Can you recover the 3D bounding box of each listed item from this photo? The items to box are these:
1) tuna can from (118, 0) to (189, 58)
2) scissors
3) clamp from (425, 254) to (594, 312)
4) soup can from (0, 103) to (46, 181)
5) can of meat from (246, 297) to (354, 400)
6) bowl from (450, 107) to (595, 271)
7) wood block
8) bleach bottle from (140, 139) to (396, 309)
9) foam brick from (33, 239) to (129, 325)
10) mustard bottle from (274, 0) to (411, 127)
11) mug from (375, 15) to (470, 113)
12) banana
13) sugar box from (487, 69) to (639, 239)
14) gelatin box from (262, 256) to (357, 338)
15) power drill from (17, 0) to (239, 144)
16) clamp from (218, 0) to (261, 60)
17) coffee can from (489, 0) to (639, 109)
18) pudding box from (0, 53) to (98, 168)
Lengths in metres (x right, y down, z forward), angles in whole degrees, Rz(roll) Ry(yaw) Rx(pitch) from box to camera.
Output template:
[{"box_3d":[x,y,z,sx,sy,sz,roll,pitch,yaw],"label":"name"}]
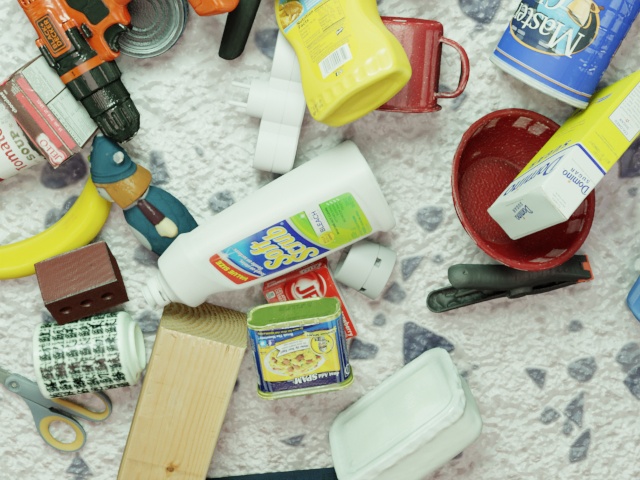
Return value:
[{"box_3d":[-0.169,-0.217,1.012,0.086,0.034,0.086,0,110,-1],"label":"tuna can"},{"box_3d":[-0.329,0.174,1.164,0.201,0.016,0.096,15,109,-6],"label":"scissors"},{"box_3d":[0.191,0.043,1.099,0.171,0.120,0.039,-3,78,-16],"label":"clamp"},{"box_3d":[-0.322,-0.089,1.039,0.102,0.068,0.068,-24,109,7],"label":"soup can"},{"box_3d":[-0.022,0.109,1.091,0.102,0.057,0.084,-8,112,1],"label":"can of meat"},{"box_3d":[0.188,-0.045,1.049,0.162,0.055,0.162,4,78,-20],"label":"bowl"},{"box_3d":[-0.148,0.174,1.128,0.090,0.090,0.206,16,109,-8],"label":"wood block"},{"box_3d":[-0.057,0.001,1.050,0.251,0.068,0.102,-29,135,2],"label":"bleach bottle"},{"box_3d":[-0.242,0.043,1.081,0.078,0.051,0.053,-19,153,-4],"label":"foam brick"},{"box_3d":[0.008,-0.205,0.965,0.096,0.058,0.192,-32,66,29],"label":"mustard bottle"},{"box_3d":[0.083,-0.166,1.002,0.117,0.093,0.081,11,107,24],"label":"mug"},{"box_3d":[-0.280,-0.007,1.089,0.198,0.037,0.069,-36,92,11],"label":"banana"},{"box_3d":[0.239,-0.081,0.995,0.176,0.093,0.048,-44,96,-24],"label":"sugar box"},{"box_3d":[-0.011,0.071,1.124,0.073,0.030,0.089,-21,110,7],"label":"gelatin box"},{"box_3d":[-0.168,-0.198,0.956,0.188,0.057,0.184,-25,105,24],"label":"power drill"},{"box_3d":[-0.059,-0.247,0.944,0.210,0.036,0.164,-2,121,44],"label":"clamp"},{"box_3d":[0.234,-0.207,0.987,0.102,0.103,0.140,24,108,-10],"label":"coffee can"},{"box_3d":[-0.250,-0.127,1.001,0.039,0.113,0.090,-30,108,16],"label":"pudding box"}]
